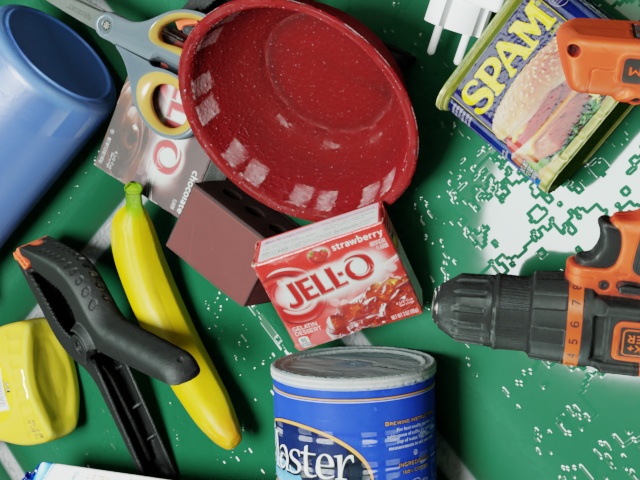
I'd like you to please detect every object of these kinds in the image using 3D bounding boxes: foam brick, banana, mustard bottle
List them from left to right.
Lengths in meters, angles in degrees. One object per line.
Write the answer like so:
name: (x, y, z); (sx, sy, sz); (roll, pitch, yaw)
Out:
mustard bottle: (-0.285, 0.125, 0.871); (0.192, 0.058, 0.096); (-14, 89, 31)
banana: (-0.109, 0.057, 0.761); (0.037, 0.070, 0.198); (-24, 92, -14)
foam brick: (-0.055, 0.001, 0.726); (0.078, 0.052, 0.051); (37, 111, 22)

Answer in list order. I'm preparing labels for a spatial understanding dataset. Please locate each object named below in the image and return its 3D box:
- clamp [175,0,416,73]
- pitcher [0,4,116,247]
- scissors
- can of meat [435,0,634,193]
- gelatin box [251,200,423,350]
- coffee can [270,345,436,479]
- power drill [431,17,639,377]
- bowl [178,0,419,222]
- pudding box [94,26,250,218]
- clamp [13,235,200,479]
clamp: (-0.015, -0.149, 0.698); (0.172, 0.039, 0.120); (-16, 83, 31)
pitcher: (-0.275, -0.066, 0.803); (0.243, 0.149, 0.145); (-42, 57, 23)
scissors: (-0.143, -0.128, 0.743); (0.202, 0.016, 0.096); (15, 99, 28)
can of meat: (0.131, -0.090, 0.607); (0.084, 0.057, 0.102); (44, 115, 16)
gelatin box: (0.011, 0.024, 0.671); (0.089, 0.030, 0.073); (-18, 120, 14)
coffee can: (0.022, 0.144, 0.666); (0.103, 0.102, 0.140); (1, 96, 30)
power drill: (0.153, -0.018, 0.558); (0.184, 0.057, 0.188); (4, 115, 10)
bowl: (-0.006, -0.090, 0.664); (0.162, 0.055, 0.162); (17, 136, 17)
pudding box: (-0.099, -0.083, 0.752); (0.090, 0.039, 0.113); (31, 109, 24)
clamp: (-0.160, 0.081, 0.787); (0.210, 0.036, 0.165); (42, 141, 29)
